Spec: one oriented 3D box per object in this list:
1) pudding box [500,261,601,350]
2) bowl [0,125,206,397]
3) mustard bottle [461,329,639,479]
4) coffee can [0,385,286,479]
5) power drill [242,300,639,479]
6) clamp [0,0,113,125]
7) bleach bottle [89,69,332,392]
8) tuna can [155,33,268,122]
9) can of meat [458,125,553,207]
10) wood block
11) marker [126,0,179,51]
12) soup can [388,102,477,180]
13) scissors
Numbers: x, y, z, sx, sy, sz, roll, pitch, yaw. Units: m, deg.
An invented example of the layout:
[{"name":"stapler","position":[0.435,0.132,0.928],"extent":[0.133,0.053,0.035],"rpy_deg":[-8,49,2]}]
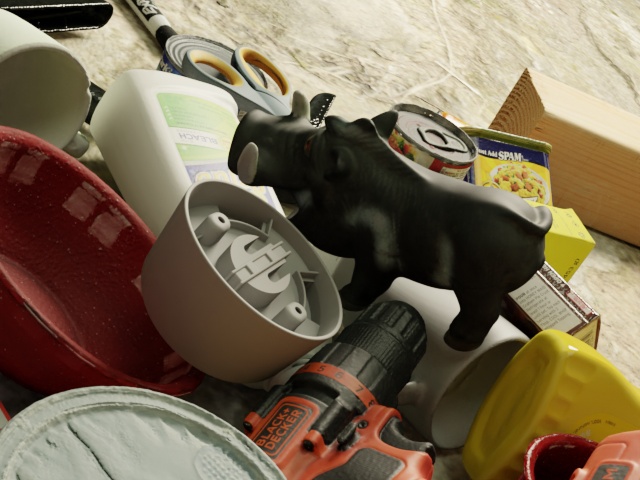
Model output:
[{"name":"pudding box","position":[0.128,0.056,0.666],"extent":[0.039,0.113,0.090],"rpy_deg":[-30,56,-16]},{"name":"bowl","position":[-0.128,0.023,0.515],"extent":[0.162,0.055,0.162],"rpy_deg":[46,16,-17]},{"name":"mustard bottle","position":[0.181,0.129,0.603],"extent":[0.191,0.096,0.058],"rpy_deg":[27,9,-19]},{"name":"coffee can","position":[-0.076,0.131,0.337],"extent":[0.102,0.140,0.103],"rpy_deg":[21,30,-13]},{"name":"power drill","position":[0.055,0.101,0.477],"extent":[0.188,0.057,0.184],"rpy_deg":[9,41,34]},{"name":"clamp","position":[-0.236,-0.156,0.751],"extent":[0.209,0.036,0.164],"rpy_deg":[18,32,-18]},{"name":"bleach bottle","position":[-0.054,0.001,0.641],"extent":[0.102,0.068,0.251],"rpy_deg":[10,37,-43]},{"name":"tuna can","position":[-0.086,-0.124,0.833],"extent":[0.086,0.034,0.086],"rpy_deg":[21,30,-14]},{"name":"can of meat","position":[0.134,-0.034,0.828],"extent":[0.101,0.058,0.084],"rpy_deg":[8,70,-31]},{"name":"wood block","position":[0.263,-0.068,0.990],"extent":[0.206,0.091,0.090],"rpy_deg":[20,31,-15]},{"name":"marker","position":[-0.147,-0.194,0.905],"extent":[0.020,0.020,0.121],"rpy_deg":[0,41,-41]},{"name":"soup can","position":[0.056,-0.036,0.749],"extent":[0.068,0.102,0.068],"rpy_deg":[21,30,-13]},{"name":"scissors","position":[-0.040,-0.085,0.760],"extent":[0.096,0.016,0.202],"rpy_deg":[8,35,-29]}]
